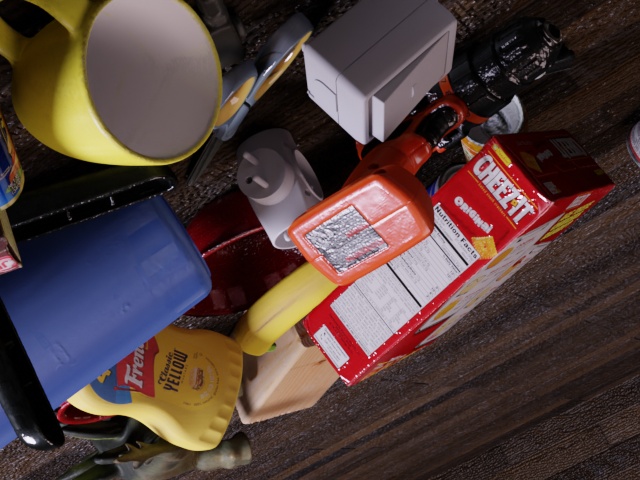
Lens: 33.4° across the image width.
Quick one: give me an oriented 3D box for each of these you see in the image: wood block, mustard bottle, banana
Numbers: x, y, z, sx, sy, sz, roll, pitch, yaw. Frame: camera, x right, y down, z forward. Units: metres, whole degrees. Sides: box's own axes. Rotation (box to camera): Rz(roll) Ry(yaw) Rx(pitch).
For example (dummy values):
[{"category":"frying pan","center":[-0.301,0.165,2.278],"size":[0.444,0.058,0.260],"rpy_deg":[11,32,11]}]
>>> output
[{"category":"wood block","center":[-0.026,0.104,1.094],"size":[0.090,0.090,0.206],"rpy_deg":[-11,156,-27]},{"category":"mustard bottle","center":[-0.155,0.094,0.845],"size":[0.191,0.096,0.058],"rpy_deg":[27,155,-29]},{"category":"banana","center":[-0.022,0.050,0.891],"size":[0.069,0.037,0.198],"rpy_deg":[-29,170,-46]}]

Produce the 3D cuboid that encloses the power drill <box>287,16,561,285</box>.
[{"category":"power drill","center":[0.069,-0.062,0.713],"size":[0.185,0.057,0.187],"rpy_deg":[-34,-167,44]}]

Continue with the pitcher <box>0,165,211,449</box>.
[{"category":"pitcher","center":[-0.202,0.046,0.698],"size":[0.242,0.145,0.149],"rpy_deg":[-34,169,-10]}]

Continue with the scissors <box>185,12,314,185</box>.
[{"category":"scissors","center":[-0.069,-0.072,0.690],"size":[0.096,0.016,0.202],"rpy_deg":[-42,178,-46]}]

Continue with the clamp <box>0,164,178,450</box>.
[{"category":"clamp","center":[-0.195,0.016,0.592],"size":[0.210,0.164,0.036],"rpy_deg":[12,166,18]}]

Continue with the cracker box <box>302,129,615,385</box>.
[{"category":"cracker box","center":[0.106,0.008,0.820],"size":[0.214,0.072,0.163],"rpy_deg":[-45,165,26]}]

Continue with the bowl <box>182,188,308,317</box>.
[{"category":"bowl","center":[-0.056,0.001,0.864],"size":[0.162,0.055,0.162],"rpy_deg":[-20,159,-8]}]
